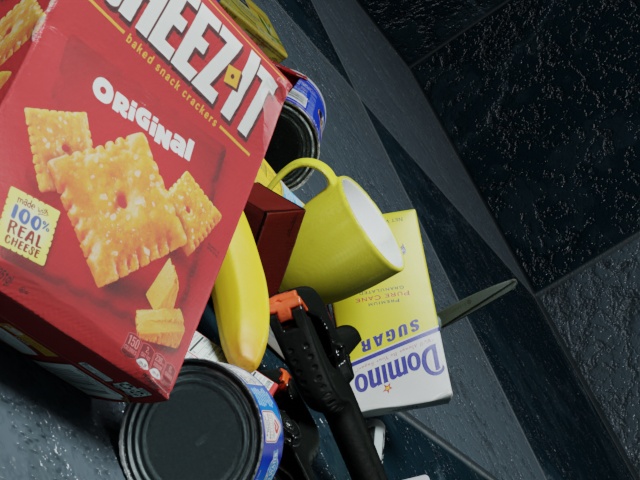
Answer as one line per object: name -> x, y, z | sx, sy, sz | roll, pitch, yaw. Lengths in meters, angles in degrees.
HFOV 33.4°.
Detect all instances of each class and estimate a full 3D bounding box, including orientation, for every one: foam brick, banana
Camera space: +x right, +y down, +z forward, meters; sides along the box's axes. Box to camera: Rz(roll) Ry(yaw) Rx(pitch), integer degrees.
foam brick -> -0.055, 0.001, 0.820 | 0.051, 0.078, 0.052 | 29, 20, 28
banana -> -0.070, 0.003, 0.706 | 0.069, 0.037, 0.198 | 16, 45, -57

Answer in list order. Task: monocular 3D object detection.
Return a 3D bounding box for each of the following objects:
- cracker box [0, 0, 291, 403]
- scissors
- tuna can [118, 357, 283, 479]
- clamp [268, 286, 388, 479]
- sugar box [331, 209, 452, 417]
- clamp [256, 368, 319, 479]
cracker box -> -0.113, -0.044, 0.561 | 0.164, 0.072, 0.213 | 44, 56, -41
scissors -> 0.101, 0.099, 0.994 | 0.016, 0.202, 0.096 | 2, 78, -50
tuna can -> -0.064, 0.108, 0.579 | 0.086, 0.086, 0.033 | 62, 13, 19
clamp -> 0.004, 0.089, 0.797 | 0.210, 0.036, 0.164 | 61, 13, -45
sugar box -> 0.057, 0.066, 0.965 | 0.048, 0.093, 0.176 | 85, -5, -72
clamp -> -0.040, 0.131, 0.713 | 0.120, 0.039, 0.171 | 46, 11, -24
